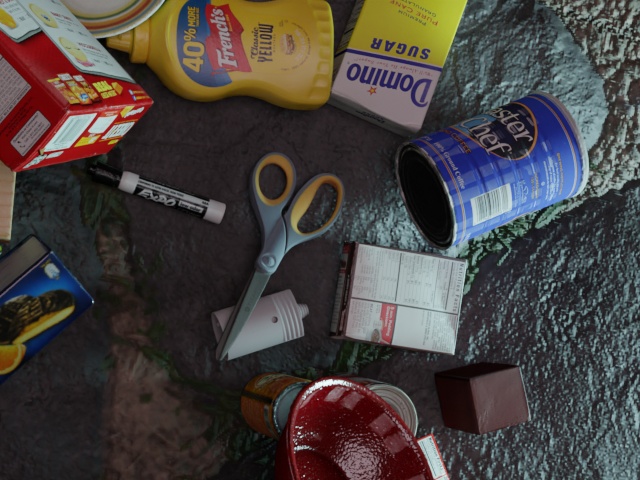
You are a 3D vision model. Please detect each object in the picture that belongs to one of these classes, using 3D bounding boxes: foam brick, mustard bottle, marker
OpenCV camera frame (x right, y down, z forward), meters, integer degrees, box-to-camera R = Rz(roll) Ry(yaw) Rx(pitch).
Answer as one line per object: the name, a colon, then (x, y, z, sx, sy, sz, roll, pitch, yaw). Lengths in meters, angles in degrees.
foam brick: (0.145, 0.141, 0.961, 0.053, 0.078, 0.051, -11, 90, -17)
mustard bottle: (-0.086, -0.167, 0.915, 0.191, 0.058, 0.096, 2, 86, -16)
marker: (-0.141, -0.042, 0.914, 0.121, 0.020, 0.020, 19, 83, -15)

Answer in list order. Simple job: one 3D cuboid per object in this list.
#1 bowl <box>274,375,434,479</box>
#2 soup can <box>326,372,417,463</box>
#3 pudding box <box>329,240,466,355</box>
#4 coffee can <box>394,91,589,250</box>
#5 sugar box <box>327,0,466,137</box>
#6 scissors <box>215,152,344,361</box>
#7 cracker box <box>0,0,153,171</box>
bowl: (0.018, 0.186, 0.801, 0.162, 0.055, 0.162, 32, 38, -30)
soup can: (0.034, 0.151, 0.915, 0.068, 0.102, 0.068, 1, 87, -16)
pudding box: (0.071, 0.052, 0.963, 0.113, 0.039, 0.090, 10, 85, -18)
coffee can: (0.152, -0.063, 0.957, 0.140, 0.103, 0.103, -22, 94, -16)
sugar box: (0.073, -0.193, 0.969, 0.093, 0.048, 0.176, 21, 81, -15)
scissors: (-0.056, 0.001, 0.918, 0.096, 0.016, 0.201, 44, 63, -2)
cracker box: (-0.244, -0.152, 0.793, 0.214, 0.164, 0.072, 46, 106, 1)
